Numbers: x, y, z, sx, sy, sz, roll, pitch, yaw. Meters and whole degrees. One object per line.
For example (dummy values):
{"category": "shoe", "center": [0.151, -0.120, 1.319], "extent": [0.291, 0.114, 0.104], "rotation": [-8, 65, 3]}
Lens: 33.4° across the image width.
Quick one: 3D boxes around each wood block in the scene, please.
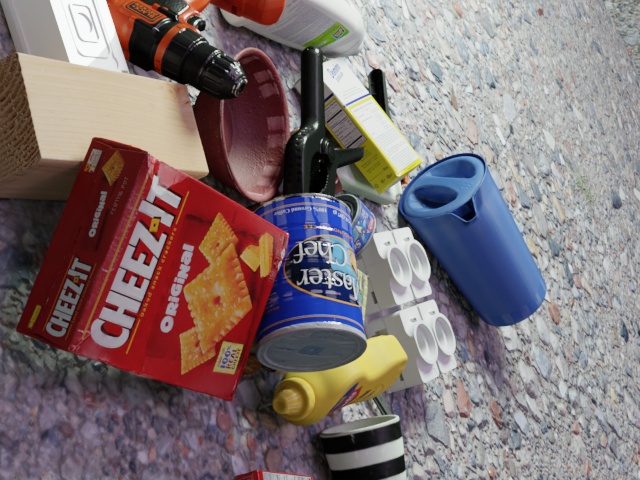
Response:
{"category": "wood block", "center": [-0.201, -0.089, 0.909], "extent": [0.205, 0.090, 0.091], "rotation": [-1, 72, -59]}

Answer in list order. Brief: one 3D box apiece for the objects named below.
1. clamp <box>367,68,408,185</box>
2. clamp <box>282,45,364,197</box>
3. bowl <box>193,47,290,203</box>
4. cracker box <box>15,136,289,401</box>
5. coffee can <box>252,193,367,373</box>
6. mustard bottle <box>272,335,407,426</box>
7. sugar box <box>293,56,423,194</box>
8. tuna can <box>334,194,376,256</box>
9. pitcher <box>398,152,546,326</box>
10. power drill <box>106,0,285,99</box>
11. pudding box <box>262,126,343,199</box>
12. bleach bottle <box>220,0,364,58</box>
{"category": "clamp", "center": [0.083, -0.159, 1.464], "extent": [0.120, 0.039, 0.171], "rotation": [-39, 112, -54]}
{"category": "clamp", "center": [-0.007, -0.109, 1.196], "extent": [0.209, 0.036, 0.164], "rotation": [-66, 141, -49]}
{"category": "bowl", "center": [-0.089, -0.119, 1.116], "extent": [0.161, 0.055, 0.162], "rotation": [0, 90, -67]}
{"category": "cracker box", "center": [-0.127, 0.032, 0.887], "extent": [0.213, 0.072, 0.164], "rotation": [31, 76, -55]}
{"category": "coffee can", "center": [-0.014, 0.041, 1.007], "extent": [0.102, 0.103, 0.140], "rotation": [30, 46, -47]}
{"category": "mustard bottle", "center": [0.010, 0.147, 1.091], "extent": [0.191, 0.096, 0.058], "rotation": [-9, 64, -59]}
{"category": "sugar box", "center": [0.049, -0.148, 1.355], "extent": [0.176, 0.048, 0.093], "rotation": [50, 29, 3]}
{"category": "tuna can", "center": [0.020, -0.011, 1.220], "extent": [0.033, 0.086, 0.086], "rotation": [46, 37, -31]}
{"category": "pitcher", "center": [0.220, 0.001, 1.511], "extent": [0.242, 0.145, 0.149], "rotation": [55, 45, -29]}
{"category": "power drill", "center": [-0.113, -0.217, 1.049], "extent": [0.184, 0.057, 0.187], "rotation": [32, 41, 14]}
{"category": "pudding box", "center": [-0.024, -0.083, 1.241], "extent": [0.113, 0.039, 0.090], "rotation": [-32, 101, -59]}
{"category": "bleach bottle", "center": [-0.020, -0.275, 1.330], "extent": [0.250, 0.103, 0.068], "rotation": [17, 51, -61]}
